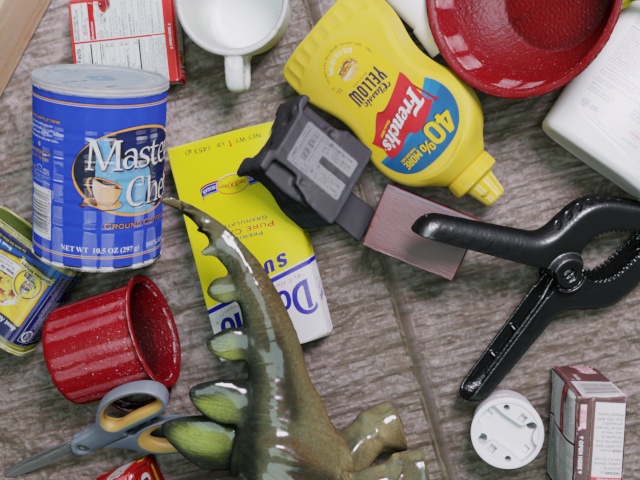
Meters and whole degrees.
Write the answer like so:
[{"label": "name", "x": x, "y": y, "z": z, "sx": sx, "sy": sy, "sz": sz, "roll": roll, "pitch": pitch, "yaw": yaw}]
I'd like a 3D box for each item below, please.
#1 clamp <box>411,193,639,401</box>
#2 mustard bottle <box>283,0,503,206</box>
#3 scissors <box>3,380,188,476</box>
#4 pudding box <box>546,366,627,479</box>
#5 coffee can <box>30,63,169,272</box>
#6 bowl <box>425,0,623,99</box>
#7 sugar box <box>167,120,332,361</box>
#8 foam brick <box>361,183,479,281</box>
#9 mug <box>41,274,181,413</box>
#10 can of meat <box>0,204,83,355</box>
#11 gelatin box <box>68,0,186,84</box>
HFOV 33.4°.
[{"label": "clamp", "x": 0.173, "y": 0.014, "z": 0.805, "sx": 0.210, "sy": 0.036, "sz": 0.164, "roll": -28, "pitch": 118, "yaw": -3}, {"label": "mustard bottle", "x": 0.068, "y": -0.099, "z": 0.826, "sx": 0.191, "sy": 0.058, "sz": 0.096, "roll": 44, "pitch": 115, "yaw": 2}, {"label": "scissors", "x": -0.174, "y": 0.170, "z": 0.876, "sx": 0.096, "sy": 0.016, "sz": 0.202, "roll": 30, "pitch": 132, "yaw": -25}, {"label": "pudding box", "x": 0.197, "y": 0.147, "z": 0.798, "sx": 0.039, "sy": 0.113, "sz": 0.090, "roll": 2, "pitch": 94, "yaw": 4}, {"label": "coffee can", "x": -0.171, "y": -0.058, "z": 0.824, "sx": 0.103, "sy": 0.102, "sz": 0.140, "roll": 7, "pitch": 108, "yaw": 7}, {"label": "bowl", "x": 0.157, "y": -0.183, "z": 0.771, "sx": 0.162, "sy": 0.055, "sz": 0.162, "roll": 5, "pitch": 98, "yaw": 41}, {"label": "sugar box", "x": -0.055, "y": 0.001, "z": 0.856, "sx": 0.093, "sy": 0.048, "sz": 0.176, "roll": -15, "pitch": 90, "yaw": 7}, {"label": "foam brick", "x": 0.079, "y": -0.007, "z": 0.835, "sx": 0.078, "sy": 0.053, "sz": 0.051, "roll": 22, "pitch": 96, "yaw": 7}, {"label": "mug", "x": -0.164, "y": 0.092, "z": 0.861, "sx": 0.081, "sy": 0.093, "sz": 0.117, "roll": -17, "pitch": 120, "yaw": 13}, {"label": "can of meat", "x": -0.258, "y": 0.030, "z": 0.879, "sx": 0.102, "sy": 0.057, "sz": 0.084, "roll": 36, "pitch": 95, "yaw": 4}, {"label": "gelatin box", "x": -0.157, "y": -0.161, "z": 0.869, "sx": 0.089, "sy": 0.030, "sz": 0.073, "roll": -5, "pitch": 94, "yaw": 8}]
